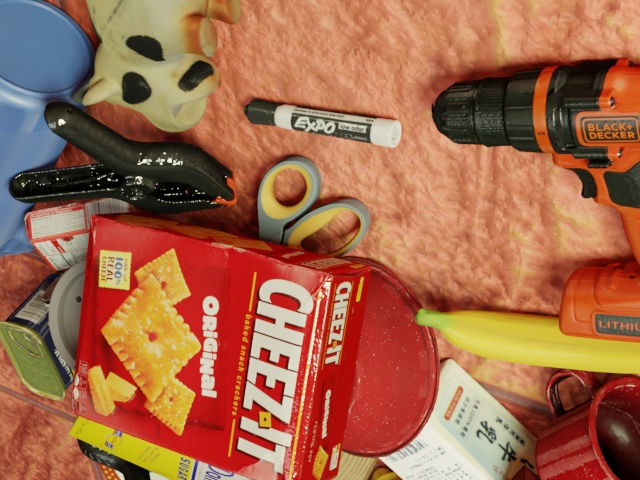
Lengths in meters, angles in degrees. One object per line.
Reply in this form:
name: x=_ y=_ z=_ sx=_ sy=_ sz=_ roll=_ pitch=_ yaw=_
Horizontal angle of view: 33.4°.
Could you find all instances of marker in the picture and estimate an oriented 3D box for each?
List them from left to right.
marker: x=-0.001 y=-0.084 z=0.755 sx=0.121 sy=0.020 sz=0.020 roll=12 pitch=135 yaw=26

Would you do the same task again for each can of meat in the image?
can of meat: x=-0.264 y=0.093 z=1.065 sx=0.058 sy=0.083 sz=0.102 roll=11 pitch=134 yaw=27

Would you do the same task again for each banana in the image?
banana: x=0.169 y=0.073 z=0.755 sx=0.198 sy=0.069 sz=0.037 roll=3 pitch=90 yaw=26

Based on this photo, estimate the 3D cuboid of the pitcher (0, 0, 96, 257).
pitcher: x=-0.280 y=-0.092 z=0.865 sx=0.243 sy=0.148 sz=0.145 roll=-43 pitch=61 yaw=46

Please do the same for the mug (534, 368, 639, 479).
mug: x=0.206 y=0.146 z=0.785 sx=0.117 sy=0.093 sz=0.082 roll=57 pitch=146 yaw=10

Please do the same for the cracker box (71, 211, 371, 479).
cracker box: x=-0.082 y=0.077 z=0.800 sx=0.214 sy=0.072 sz=0.164 roll=13 pitch=100 yaw=28

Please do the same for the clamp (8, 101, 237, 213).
clamp: x=-0.150 y=-0.049 z=0.814 sx=0.171 sy=0.039 sz=0.120 roll=17 pitch=151 yaw=-32

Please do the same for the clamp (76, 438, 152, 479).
clamp: x=-0.184 y=0.234 z=1.146 sx=0.210 sy=0.164 sz=0.036 roll=23 pitch=98 yaw=42

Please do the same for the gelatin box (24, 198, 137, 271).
gelatin box: x=-0.198 y=-0.007 z=0.910 sx=0.089 sy=0.030 sz=0.073 roll=-11 pitch=159 yaw=-1

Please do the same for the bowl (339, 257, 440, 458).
bowl: x=0.012 y=0.095 z=0.831 sx=0.162 sy=0.055 sz=0.162 roll=5 pitch=98 yaw=41

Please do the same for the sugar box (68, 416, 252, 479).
sugar box: x=-0.147 y=0.193 z=1.029 sx=0.176 sy=0.048 sz=0.093 roll=28 pitch=145 yaw=-8

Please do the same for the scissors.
scissors: x=-0.055 y=0.001 z=0.838 sx=0.202 sy=0.016 sz=0.096 roll=-23 pitch=104 yaw=27

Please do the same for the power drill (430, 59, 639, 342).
power drill: x=0.170 y=-0.023 z=0.662 sx=0.185 sy=0.057 sz=0.187 roll=4 pitch=130 yaw=33
